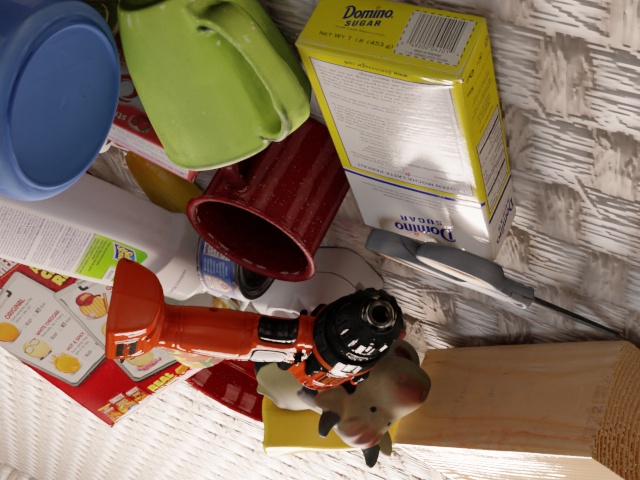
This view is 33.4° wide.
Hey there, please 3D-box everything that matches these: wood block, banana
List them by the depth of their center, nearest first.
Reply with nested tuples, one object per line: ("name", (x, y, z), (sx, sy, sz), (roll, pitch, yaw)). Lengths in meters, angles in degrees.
("wood block", (0.164, 0.136, 0.807), (0.090, 0.090, 0.207), (34, 156, -26))
("banana", (-0.104, -0.006, 0.881), (0.070, 0.037, 0.198), (16, 153, 20))

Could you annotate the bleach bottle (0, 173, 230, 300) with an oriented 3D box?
("bleach bottle", (-0.182, -0.007, 0.811), (0.250, 0.068, 0.103), (22, 143, -17))

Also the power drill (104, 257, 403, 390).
("power drill", (-0.049, 0.059, 0.722), (0.187, 0.057, 0.185), (11, 160, -9))

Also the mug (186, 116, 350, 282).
("mug", (-0.032, -0.038, 0.688), (0.093, 0.081, 0.117), (12, 152, 31))

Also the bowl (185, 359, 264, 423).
("bowl", (-0.081, 0.130, 1.100), (0.162, 0.055, 0.162), (23, 155, 11))

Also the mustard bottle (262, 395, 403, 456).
("mustard bottle", (0.043, 0.168, 0.988), (0.191, 0.058, 0.096), (-1, 176, -1))

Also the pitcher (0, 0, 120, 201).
("pitcher", (-0.235, -0.116, 0.581), (0.243, 0.145, 0.149), (20, 166, 20))

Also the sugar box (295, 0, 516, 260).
("sugar box", (0.055, -0.059, 0.602), (0.093, 0.048, 0.176), (17, 157, 24))

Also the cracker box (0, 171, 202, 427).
("cracker box", (-0.203, 0.055, 0.971), (0.164, 0.072, 0.213), (-34, 122, 19))

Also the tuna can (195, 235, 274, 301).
("tuna can", (-0.055, 0.001, 0.785), (0.034, 0.086, 0.086), (16, 153, 22))

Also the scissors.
("scissors", (0.125, 0.032, 0.669), (0.201, 0.016, 0.096), (20, 176, -12))

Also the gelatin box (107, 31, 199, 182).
("gelatin box", (-0.100, -0.089, 0.670), (0.089, 0.073, 0.030), (27, 156, 3))
